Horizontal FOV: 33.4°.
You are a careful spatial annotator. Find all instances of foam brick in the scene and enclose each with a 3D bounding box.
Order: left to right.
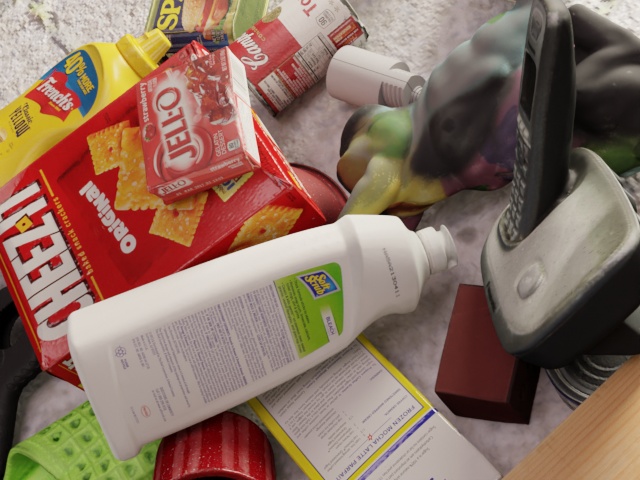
[{"bbox_3d":[0.112,0.074,0.692,0.051,0.053,0.078,6,70,27],"label":"foam brick"}]

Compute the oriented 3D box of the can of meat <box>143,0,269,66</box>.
[{"bbox_3d":[-0.095,-0.198,0.919,0.084,0.057,0.102,1,67,22],"label":"can of meat"}]

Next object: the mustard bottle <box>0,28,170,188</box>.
[{"bbox_3d":[-0.198,-0.102,0.852,0.191,0.058,0.096,-38,47,5],"label":"mustard bottle"}]

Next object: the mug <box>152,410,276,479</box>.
[{"bbox_3d":[-0.078,0.173,0.702,0.117,0.093,0.081,-43,20,14],"label":"mug"}]

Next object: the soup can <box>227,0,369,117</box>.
[{"bbox_3d":[-0.020,-0.157,0.857,0.102,0.068,0.068,-39,56,2],"label":"soup can"}]

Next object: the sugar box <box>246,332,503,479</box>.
[{"bbox_3d":[0.034,0.132,0.697,0.093,0.048,0.176,-43,53,-3],"label":"sugar box"}]

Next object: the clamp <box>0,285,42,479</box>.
[{"bbox_3d":[-0.268,0.098,0.856,0.120,0.039,0.171,21,82,21],"label":"clamp"}]

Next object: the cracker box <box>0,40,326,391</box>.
[{"bbox_3d":[-0.128,-0.020,0.769,0.214,0.072,0.164,-36,58,5],"label":"cracker box"}]

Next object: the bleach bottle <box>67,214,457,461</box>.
[{"bbox_3d":[-0.030,0.052,0.695,0.250,0.102,0.068,-19,24,-5],"label":"bleach bottle"}]

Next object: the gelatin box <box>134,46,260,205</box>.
[{"bbox_3d":[-0.083,-0.077,0.713,0.073,0.030,0.089,-19,61,16],"label":"gelatin box"}]
